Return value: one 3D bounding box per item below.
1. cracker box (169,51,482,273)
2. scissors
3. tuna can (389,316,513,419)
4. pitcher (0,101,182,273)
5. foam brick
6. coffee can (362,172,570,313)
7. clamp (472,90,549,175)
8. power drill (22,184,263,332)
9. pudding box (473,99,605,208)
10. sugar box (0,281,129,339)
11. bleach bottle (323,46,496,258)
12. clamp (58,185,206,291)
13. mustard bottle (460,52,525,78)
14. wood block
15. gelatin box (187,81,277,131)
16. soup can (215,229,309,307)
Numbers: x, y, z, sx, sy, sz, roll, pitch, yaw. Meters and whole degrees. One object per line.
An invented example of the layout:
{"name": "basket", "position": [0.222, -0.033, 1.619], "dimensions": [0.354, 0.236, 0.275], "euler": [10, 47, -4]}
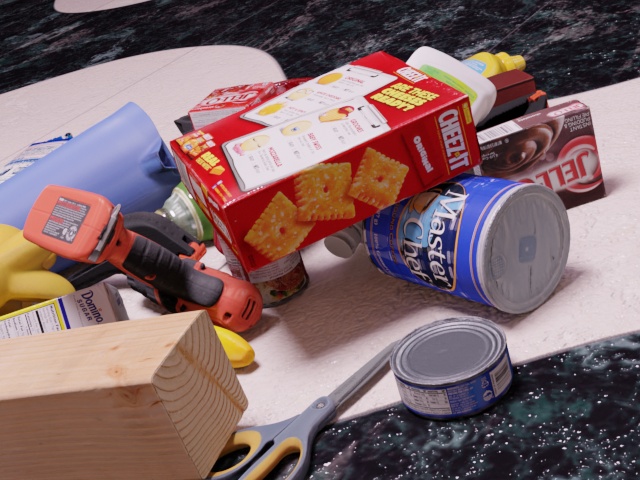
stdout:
{"name": "cracker box", "position": [0.000, -0.071, 0.886], "dimensions": [0.213, 0.072, 0.164], "euler": [-25, 30, -12]}
{"name": "scissors", "position": [-0.019, 0.129, 0.790], "dimensions": [0.096, 0.016, 0.201], "euler": [-1, 29, 31]}
{"name": "tuna can", "position": [0.095, 0.092, 0.773], "dimensions": [0.086, 0.034, 0.086], "euler": [-14, 25, 7]}
{"name": "pitcher", "position": [-0.277, -0.039, 1.177], "dimensions": [0.242, 0.149, 0.145], "euler": [-32, 60, -16]}
{"name": "foam brick", "position": [0.199, -0.153, 1.199], "dimensions": [0.078, 0.051, 0.053], "euler": [-19, 24, -4]}
{"name": "coffee can", "position": [0.118, -0.005, 0.878], "dimensions": [0.102, 0.103, 0.141], "euler": [-32, 28, -29]}
{"name": "clamp", "position": [0.173, -0.094, 1.107], "dimensions": [0.209, 0.036, 0.165], "euler": [-32, 30, -20]}
{"name": "power drill", "position": [-0.163, 0.016, 0.937], "dimensions": [0.185, 0.187, 0.057], "euler": [12, 75, 47]}
{"name": "pudding box", "position": [0.197, -0.069, 0.976], "dimensions": [0.113, 0.090, 0.039], "euler": [-18, 23, 0]}
{"name": "sugar box", "position": [-0.265, 0.086, 0.962], "dimensions": [0.176, 0.048, 0.093], "euler": [-21, -6, -5]}
{"name": "bleach bottle", "position": [0.078, -0.077, 1.032], "dimensions": [0.102, 0.068, 0.250], "euler": [31, 56, 2]}
{"name": "clamp", "position": [-0.201, -0.003, 1.070], "dimensions": [0.172, 0.120, 0.039], "euler": [-4, 33, 18]}
{"name": "mustard bottle", "position": [0.160, -0.179, 1.267], "dimensions": [0.191, 0.058, 0.096], "euler": [-25, 20, -15]}
{"name": "wood block", "position": [-0.173, 0.122, 0.796], "dimensions": [0.206, 0.091, 0.090], "euler": [-10, 25, 26]}
{"name": "gelatin box", "position": [-0.106, -0.165, 1.310], "dimensions": [0.089, 0.030, 0.073], "euler": [-3, 29, 29]}
{"name": "soup can", "position": [-0.056, 0.001, 0.979], "dimensions": [0.068, 0.102, 0.068], "euler": [-14, 25, 7]}
